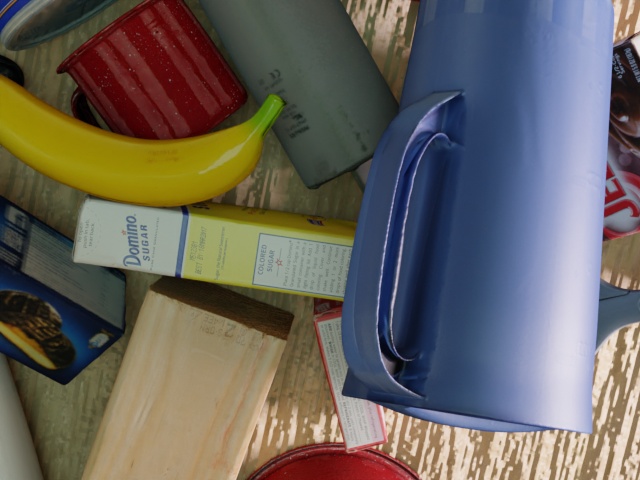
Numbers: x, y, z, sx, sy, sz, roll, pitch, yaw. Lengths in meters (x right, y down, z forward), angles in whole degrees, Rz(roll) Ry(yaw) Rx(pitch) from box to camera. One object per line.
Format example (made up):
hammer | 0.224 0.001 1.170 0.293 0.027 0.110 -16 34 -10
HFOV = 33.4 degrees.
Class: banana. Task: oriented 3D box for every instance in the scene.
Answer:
banana | -0.116 -0.057 0.604 0.198 0.037 0.069 7 91 10

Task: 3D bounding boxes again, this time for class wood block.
wood block | -0.094 0.133 0.674 0.090 0.091 0.206 20 97 -1

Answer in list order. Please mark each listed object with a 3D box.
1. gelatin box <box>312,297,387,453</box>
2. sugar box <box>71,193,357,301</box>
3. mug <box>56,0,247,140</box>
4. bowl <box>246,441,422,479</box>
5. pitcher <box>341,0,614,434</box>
gelatin box | 0.017 0.079 0.674 0.030 0.073 0.089 -14 97 2
sugar box | -0.054 0.001 0.656 0.176 0.093 0.048 11 96 -1
mug | -0.107 -0.091 0.654 0.117 0.093 0.081 -29 102 33
bowl | 0.009 0.218 0.701 0.162 0.055 0.162 0 97 1
pitcher | 0.087 -0.021 0.573 0.145 0.149 0.243 8 83 -3
